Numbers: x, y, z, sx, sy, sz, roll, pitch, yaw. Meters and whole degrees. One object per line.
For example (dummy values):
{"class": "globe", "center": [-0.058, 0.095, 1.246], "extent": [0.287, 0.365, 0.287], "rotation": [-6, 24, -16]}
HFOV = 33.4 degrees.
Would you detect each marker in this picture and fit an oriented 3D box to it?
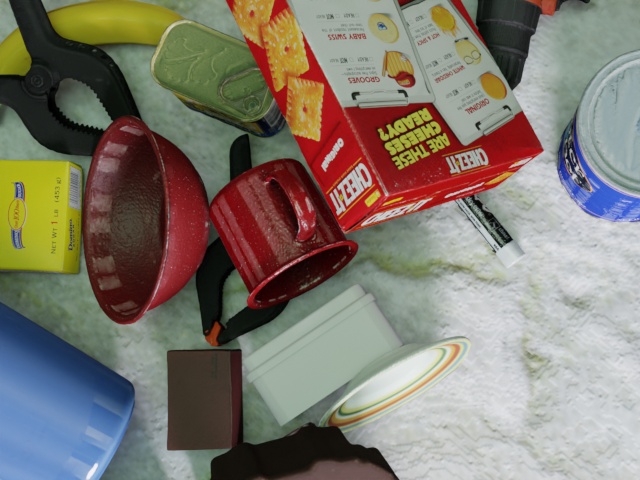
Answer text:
{"class": "marker", "center": [0.118, -0.030, 0.850], "extent": [0.020, 0.020, 0.121], "rotation": [-38, 81, 1]}

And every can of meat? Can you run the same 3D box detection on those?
{"class": "can of meat", "center": [-0.075, -0.125, 0.851], "extent": [0.102, 0.084, 0.057], "rotation": [23, 87, 9]}

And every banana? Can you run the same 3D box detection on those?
{"class": "banana", "center": [-0.203, -0.165, 0.898], "extent": [0.198, 0.037, 0.069], "rotation": [-21, 109, 7]}

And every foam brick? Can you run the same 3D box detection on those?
{"class": "foam brick", "center": [-0.090, 0.124, 0.842], "extent": [0.053, 0.051, 0.078], "rotation": [-1, 84, 6]}

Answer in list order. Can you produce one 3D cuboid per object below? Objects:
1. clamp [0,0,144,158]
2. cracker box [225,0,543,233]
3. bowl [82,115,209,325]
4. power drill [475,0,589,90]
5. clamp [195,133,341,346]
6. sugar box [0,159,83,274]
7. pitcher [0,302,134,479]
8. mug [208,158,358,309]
{"class": "clamp", "center": [-0.236, -0.128, 0.870], "extent": [0.210, 0.036, 0.165], "rotation": [42, 106, -10]}
{"class": "cracker box", "center": [0.045, -0.126, 0.799], "extent": [0.163, 0.072, 0.214], "rotation": [-17, 74, -35]}
{"class": "bowl", "center": [-0.131, -0.015, 0.834], "extent": [0.055, 0.162, 0.162], "rotation": [1, 82, -33]}
{"class": "power drill", "center": [0.219, -0.192, 0.836], "extent": [0.188, 0.057, 0.184], "rotation": [10, 91, 7]}
{"class": "clamp", "center": [-0.056, 0.001, 0.858], "extent": [0.120, 0.039, 0.171], "rotation": [35, 83, 13]}
{"class": "sugar box", "center": [-0.288, -0.021, 0.885], "extent": [0.176, 0.048, 0.093], "rotation": [1, 84, 6]}
{"class": "pitcher", "center": [-0.268, 0.097, 0.808], "extent": [0.242, 0.145, 0.149], "rotation": [31, 52, -14]}
{"class": "mug", "center": [-0.029, -0.012, 0.784], "extent": [0.093, 0.117, 0.081], "rotation": [-24, 73, -18]}
